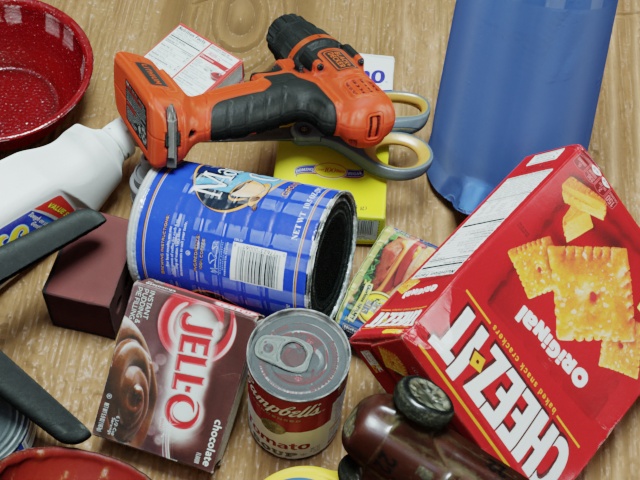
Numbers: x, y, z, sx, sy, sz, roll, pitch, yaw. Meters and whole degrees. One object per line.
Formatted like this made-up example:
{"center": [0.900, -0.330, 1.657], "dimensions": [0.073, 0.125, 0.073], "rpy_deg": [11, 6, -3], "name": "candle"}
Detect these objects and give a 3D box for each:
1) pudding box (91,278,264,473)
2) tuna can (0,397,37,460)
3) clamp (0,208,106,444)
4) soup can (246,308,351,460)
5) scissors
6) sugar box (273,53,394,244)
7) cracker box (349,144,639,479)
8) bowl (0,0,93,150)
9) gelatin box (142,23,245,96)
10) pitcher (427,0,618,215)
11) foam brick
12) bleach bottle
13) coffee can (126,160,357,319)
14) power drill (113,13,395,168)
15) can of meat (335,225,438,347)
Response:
{"center": [-0.097, 0.092, 0.737], "dimensions": [0.090, 0.039, 0.113], "rpy_deg": [16, 93, 8], "name": "pudding box"}
{"center": [-0.241, 0.128, 0.739], "dimensions": [0.086, 0.034, 0.086], "rpy_deg": [1, 57, -2], "name": "tuna can"}
{"center": [-0.240, 0.056, 0.702], "dimensions": [0.209, 0.036, 0.164], "rpy_deg": [1, 75, -26], "name": "clamp"}
{"center": [-0.017, 0.100, 0.729], "dimensions": [0.068, 0.102, 0.068], "rpy_deg": [2, 57, -3], "name": "soup can"}
{"center": [0.001, -0.072, 0.838], "dimensions": [0.201, 0.016, 0.096], "rpy_deg": [-16, 56, -16], "name": "scissors"}
{"center": [0.011, -0.082, 0.884], "dimensions": [0.093, 0.048, 0.176], "rpy_deg": [5, 58, 0], "name": "sugar box"}
{"center": [0.149, 0.060, 0.740], "dimensions": [0.213, 0.072, 0.164], "rpy_deg": [-43, 104, -27], "name": "cracker box"}
{"center": [-0.268, -0.129, 0.893], "dimensions": [0.162, 0.055, 0.162], "rpy_deg": [1, 57, -2], "name": "bowl"}
{"center": [-0.120, -0.139, 0.924], "dimensions": [0.073, 0.030, 0.089], "rpy_deg": [32, 60, 18], "name": "gelatin box"}
{"center": [0.160, -0.144, 0.817], "dimensions": [0.145, 0.243, 0.149], "rpy_deg": [-11, 51, -10], "name": "pitcher"}
{"center": [-0.168, 0.025, 0.800], "dimensions": [0.051, 0.053, 0.078], "rpy_deg": [11, 58, 4], "name": "foam brick"}
{"center": [-0.238, -0.017, 0.791], "dimensions": [0.068, 0.102, 0.250], "rpy_deg": [39, 65, 22], "name": "bleach bottle"}
{"center": [-0.055, 0.001, 0.778], "dimensions": [0.140, 0.103, 0.102], "rpy_deg": [12, 56, 17], "name": "coffee can"}
{"center": [-0.058, -0.121, 0.817], "dimensions": [0.187, 0.057, 0.185], "rpy_deg": [-12, 36, -21], "name": "power drill"}
{"center": [0.067, 0.047, 0.797], "dimensions": [0.084, 0.057, 0.102], "rpy_deg": [24, 59, 15], "name": "can of meat"}
